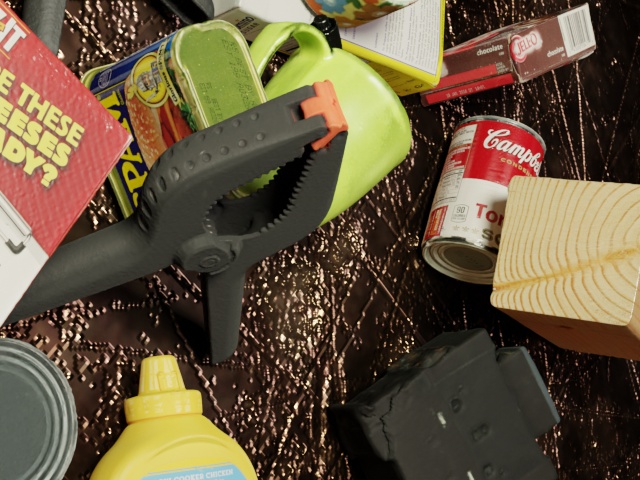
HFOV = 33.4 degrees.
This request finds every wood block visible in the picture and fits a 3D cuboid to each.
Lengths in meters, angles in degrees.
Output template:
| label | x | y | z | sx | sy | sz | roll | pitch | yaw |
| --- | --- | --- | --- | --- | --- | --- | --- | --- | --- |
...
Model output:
| label | x | y | z | sx | sy | sz | roll | pitch | yaw |
| --- | --- | --- | --- | --- | --- | --- | --- | --- | --- |
| wood block | 0.197 | 0.027 | 0.755 | 0.205 | 0.091 | 0.090 | 28 | 71 | -63 |

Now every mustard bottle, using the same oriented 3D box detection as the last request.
| label | x | y | z | sx | sy | sz | roll | pitch | yaw |
| --- | --- | --- | --- | --- | --- | --- | --- | --- | --- |
| mustard bottle | -0.074 | 0.155 | 0.553 | 0.096 | 0.058 | 0.191 | 0 | 76 | -35 |

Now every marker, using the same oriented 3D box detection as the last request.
| label | x | y | z | sx | sy | sz | roll | pitch | yaw |
| --- | --- | --- | --- | --- | --- | --- | --- | --- | --- |
| marker | 0.015 | -0.091 | 0.676 | 0.020 | 0.020 | 0.121 | -58 | 145 | -32 |

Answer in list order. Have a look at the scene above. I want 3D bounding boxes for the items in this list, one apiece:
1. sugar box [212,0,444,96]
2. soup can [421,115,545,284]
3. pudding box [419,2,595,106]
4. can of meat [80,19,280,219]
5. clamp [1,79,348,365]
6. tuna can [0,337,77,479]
| label | x | y | z | sx | sy | sz | roll | pitch | yaw |
| --- | --- | --- | --- | --- | --- | --- | --- | --- | --- |
| sugar box | 0.007 | -0.162 | 0.695 | 0.175 | 0.048 | 0.093 | 13 | 75 | -37 |
| soup can | 0.116 | -0.028 | 0.760 | 0.068 | 0.069 | 0.102 | 35 | 63 | -34 |
| pudding box | 0.134 | -0.135 | 0.778 | 0.113 | 0.090 | 0.039 | -25 | 103 | -43 |
| can of meat | -0.072 | -0.058 | 0.572 | 0.057 | 0.084 | 0.102 | -28 | 99 | -47 |
| clamp | -0.053 | 0.001 | 0.525 | 0.164 | 0.210 | 0.036 | 19 | 43 | -47 |
| tuna can | -0.161 | 0.089 | 0.507 | 0.085 | 0.034 | 0.086 | 7 | 79 | -42 |
